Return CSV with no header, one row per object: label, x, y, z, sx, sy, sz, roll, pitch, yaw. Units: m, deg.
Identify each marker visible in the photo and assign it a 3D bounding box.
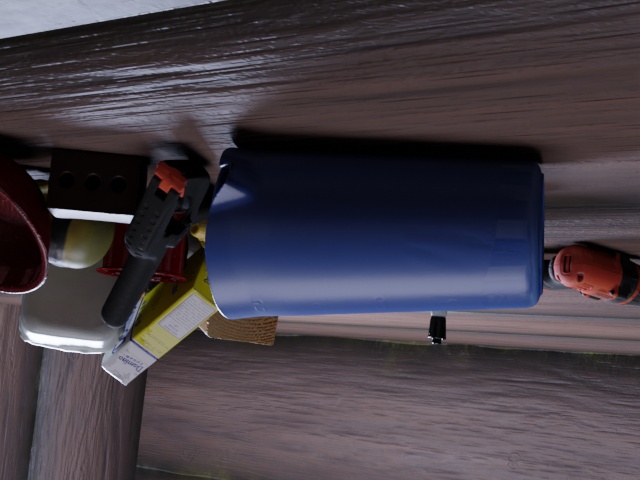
marker,0.124,0.047,1.102,0.020,0.121,0.020,5,172,1

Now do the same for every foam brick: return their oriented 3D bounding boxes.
foam brick,-0.191,-0.045,0.918,0.078,0.053,0.051,5,172,0

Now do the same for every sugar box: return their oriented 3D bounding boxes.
sugar box,-0.168,0.079,1.180,0.048,0.093,0.176,42,122,-19

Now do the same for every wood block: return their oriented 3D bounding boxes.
wood block,-0.120,0.073,1.428,0.090,0.091,0.206,9,-177,-16

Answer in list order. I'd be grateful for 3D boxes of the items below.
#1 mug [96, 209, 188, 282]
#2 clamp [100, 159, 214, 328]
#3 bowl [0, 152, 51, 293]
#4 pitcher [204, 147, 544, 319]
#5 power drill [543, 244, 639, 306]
mug,-0.174,-0.001,1.112,0.093,0.081,0.117,1,170,30
clamp,-0.127,-0.020,0.926,0.036,0.164,0.210,36,151,5
bowl,-0.292,-0.030,0.928,0.162,0.055,0.162,17,139,16
pitcher,0.045,0.000,0.807,0.243,0.145,0.149,1,-168,13
power drill,0.275,0.045,1.226,0.188,0.057,0.184,-6,162,45
